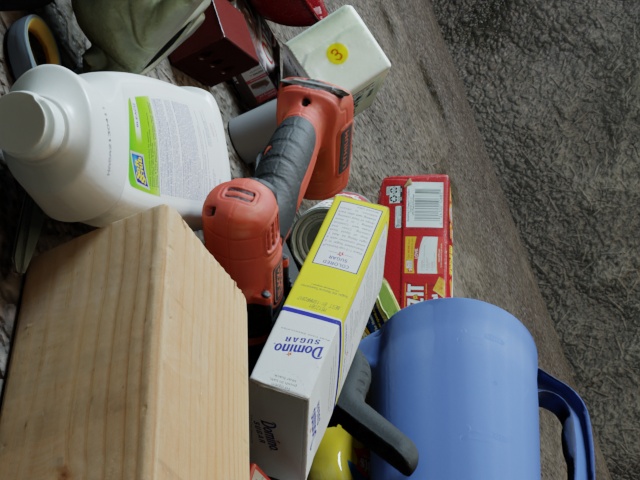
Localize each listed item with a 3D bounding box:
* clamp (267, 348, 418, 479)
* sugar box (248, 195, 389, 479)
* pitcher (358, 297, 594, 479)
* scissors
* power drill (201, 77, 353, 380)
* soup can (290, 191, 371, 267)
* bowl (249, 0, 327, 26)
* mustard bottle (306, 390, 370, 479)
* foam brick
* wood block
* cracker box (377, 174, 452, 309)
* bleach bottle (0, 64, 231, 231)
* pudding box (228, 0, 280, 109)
[{"bbox_3d":[0.009,0.115,0.746,0.171,0.120,0.039,-84,166,-53],"label":"clamp"},{"bbox_3d":[-0.001,0.061,0.702,0.176,0.048,0.093,-61,162,-44],"label":"sugar box"},{"bbox_3d":[0.105,0.167,0.752,0.145,0.149,0.242,53,26,-31],"label":"pitcher"},{"bbox_3d":[-0.165,-0.067,0.611,0.096,0.016,0.201,62,16,-23],"label":"scissors"},{"bbox_3d":[-0.028,-0.008,0.739,0.184,0.057,0.187,93,13,-46],"label":"power drill"},{"bbox_3d":[0.015,-0.007,1.023,0.068,0.069,0.102,67,16,-4],"label":"soup can"},{"bbox_3d":[-0.050,-0.270,1.042,0.162,0.055,0.162,60,12,-23],"label":"bowl"},{"bbox_3d":[0.019,0.181,0.813,0.191,0.058,0.096,-94,161,-46],"label":"mustard bottle"},{"bbox_3d":[-0.095,-0.173,0.908,0.078,0.053,0.051,20,51,-68],"label":"foam brick"},{"bbox_3d":[-0.092,0.094,0.513,0.090,0.090,0.206,55,20,-40],"label":"wood block"},{"bbox_3d":[0.097,0.045,1.074,0.213,0.072,0.164,66,25,-72],"label":"cracker box"},{"bbox_3d":[-0.116,-0.057,0.606,0.250,0.068,0.102,12,66,-79],"label":"bleach bottle"},{"bbox_3d":[-0.073,-0.192,1.027,0.090,0.039,0.113,57,19,-33],"label":"pudding box"}]
